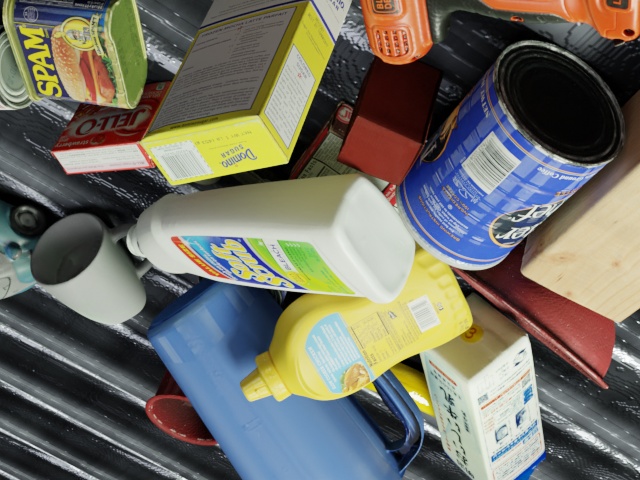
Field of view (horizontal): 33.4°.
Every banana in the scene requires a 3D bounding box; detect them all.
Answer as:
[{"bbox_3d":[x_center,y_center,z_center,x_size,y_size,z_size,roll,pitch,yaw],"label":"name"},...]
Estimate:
[{"bbox_3d":[0.069,0.142,1.073,0.198,0.037,0.070,19,161,4],"label":"banana"}]

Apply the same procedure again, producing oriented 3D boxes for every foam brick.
[{"bbox_3d":[0.050,-0.089,0.768,0.051,0.078,0.053,22,142,-5],"label":"foam brick"}]

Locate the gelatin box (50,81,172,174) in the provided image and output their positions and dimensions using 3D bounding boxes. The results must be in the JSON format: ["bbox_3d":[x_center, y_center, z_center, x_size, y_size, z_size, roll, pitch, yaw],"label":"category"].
[{"bbox_3d":[-0.163,-0.091,0.861,0.089,0.073,0.030,-3,137,26],"label":"gelatin box"}]

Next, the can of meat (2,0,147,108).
[{"bbox_3d":[-0.183,-0.150,0.814,0.084,0.057,0.102,8,141,10],"label":"can of meat"}]

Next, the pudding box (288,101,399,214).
[{"bbox_3d":[0.040,-0.049,0.852,0.113,0.039,0.090,29,142,-9],"label":"pudding box"}]

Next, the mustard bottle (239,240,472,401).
[{"bbox_3d":[0.022,0.076,0.861,0.191,0.058,0.096,-30,125,-1],"label":"mustard bottle"}]

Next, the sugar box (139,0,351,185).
[{"bbox_3d":[-0.043,-0.117,0.696,0.093,0.176,0.048,-7,132,31],"label":"sugar box"}]

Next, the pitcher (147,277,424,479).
[{"bbox_3d":[-0.034,0.138,0.943,0.243,0.149,0.145,54,153,-8],"label":"pitcher"}]

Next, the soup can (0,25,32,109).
[{"bbox_3d":[-0.287,-0.139,0.863,0.102,0.068,0.068,2,138,20],"label":"soup can"}]

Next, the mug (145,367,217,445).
[{"bbox_3d":[-0.121,0.155,1.128,0.093,0.081,0.117,39,138,-22],"label":"mug"}]

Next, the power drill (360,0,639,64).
[{"bbox_3d":[0.103,-0.188,0.648,0.188,0.057,0.184,6,140,20],"label":"power drill"}]

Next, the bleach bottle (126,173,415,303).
[{"bbox_3d":[-0.056,0.001,0.849,0.251,0.068,0.102,-2,140,39],"label":"bleach bottle"}]

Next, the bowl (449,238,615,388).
[{"bbox_3d":[0.180,0.047,0.855,0.162,0.055,0.162,38,-179,-1],"label":"bowl"}]

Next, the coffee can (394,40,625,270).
[{"bbox_3d":[0.129,-0.057,0.752,0.102,0.102,0.141,28,141,-10],"label":"coffee can"}]
